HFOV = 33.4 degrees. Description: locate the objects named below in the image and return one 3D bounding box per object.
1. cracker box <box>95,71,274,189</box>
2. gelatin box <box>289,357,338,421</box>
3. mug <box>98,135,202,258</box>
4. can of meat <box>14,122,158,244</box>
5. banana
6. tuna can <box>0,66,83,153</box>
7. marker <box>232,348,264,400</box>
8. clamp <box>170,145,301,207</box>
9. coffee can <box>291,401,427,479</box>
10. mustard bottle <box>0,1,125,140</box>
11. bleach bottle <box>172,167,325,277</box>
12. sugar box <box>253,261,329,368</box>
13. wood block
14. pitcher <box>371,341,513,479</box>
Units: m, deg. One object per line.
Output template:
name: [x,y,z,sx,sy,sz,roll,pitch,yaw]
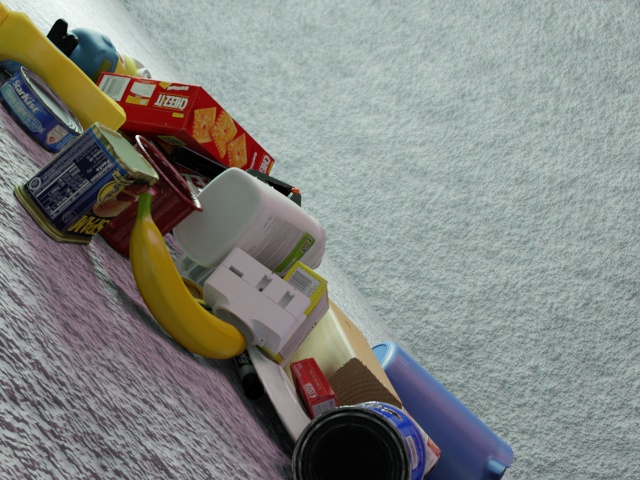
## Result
cracker box: [-0.183,-0.135,1.414,0.164,0.072,0.213,12,-17,29]
gelatin box: [-0.001,0.174,1.083,0.073,0.030,0.089,-124,-163,-59]
mug: [-0.170,-0.035,0.989,0.093,0.081,0.117,49,4,-12]
can of meat: [-0.187,-0.046,0.871,0.057,0.084,0.102,50,4,6]
banana: [-0.116,0.051,0.917,0.037,0.069,0.197,7,-41,35]
tuna can: [-0.274,-0.127,1.044,0.086,0.034,0.086,50,4,-5]
marker: [-0.075,0.120,1.046,0.020,0.020,0.121,48,4,-27]
clamp: [-0.089,-0.064,1.345,0.165,0.036,0.209,41,17,14]
coffee can: [0.039,0.198,0.960,0.103,0.103,0.140,51,4,13]
mustard bottle: [-0.294,-0.181,1.116,0.191,0.058,0.096,46,-16,-31]
bleach bottle: [-0.057,0.001,1.139,0.068,0.102,0.250,46,5,22]
sugar box: [-0.033,0.082,1.124,0.048,0.093,0.176,37,-9,5]
wood block: [0.014,0.151,1.262,0.090,0.090,0.206,47,5,-20]
pitcher: [0.136,0.258,1.481,0.242,0.149,0.145,46,20,-12]
